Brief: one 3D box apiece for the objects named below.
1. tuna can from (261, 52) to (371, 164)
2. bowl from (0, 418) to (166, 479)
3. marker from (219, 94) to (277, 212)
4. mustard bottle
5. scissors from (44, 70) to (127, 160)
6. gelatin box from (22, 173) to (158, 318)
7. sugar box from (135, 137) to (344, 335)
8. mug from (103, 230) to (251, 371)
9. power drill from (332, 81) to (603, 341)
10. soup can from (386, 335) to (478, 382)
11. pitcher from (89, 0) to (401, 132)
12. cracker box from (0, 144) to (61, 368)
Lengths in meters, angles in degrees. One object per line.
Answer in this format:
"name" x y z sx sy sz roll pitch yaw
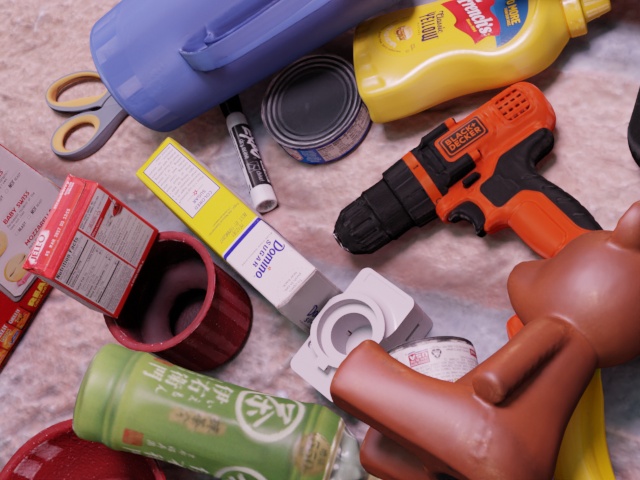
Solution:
"tuna can" -0.002 -0.105 0.856 0.086 0.033 0.086 -9 65 20
"bowl" -0.168 0.214 0.778 0.162 0.055 0.162 -9 65 20
"marker" -0.062 -0.077 0.878 0.020 0.020 0.121 -27 60 11
"mustard bottle" 0.122 -0.153 0.807 0.192 0.058 0.096 -15 44 16
"scissors" -0.162 -0.114 0.940 0.202 0.016 0.096 4 72 25
"gelatin box" -0.159 0.005 0.746 0.030 0.089 0.073 16 75 28
"sugar box" -0.056 0.001 0.799 0.048 0.093 0.176 -46 58 0
"mug" -0.113 0.046 0.811 0.117 0.081 0.093 22 78 29
"power drill" 0.119 -0.003 0.745 0.184 0.057 0.188 -36 59 5
"soup can" 0.079 0.122 0.703 0.069 0.068 0.102 -17 62 16
"pitcher" -0.060 -0.182 0.826 0.243 0.149 0.145 -30 72 21
"cracker box" -0.294 -0.005 0.834 0.072 0.213 0.164 26 80 30
